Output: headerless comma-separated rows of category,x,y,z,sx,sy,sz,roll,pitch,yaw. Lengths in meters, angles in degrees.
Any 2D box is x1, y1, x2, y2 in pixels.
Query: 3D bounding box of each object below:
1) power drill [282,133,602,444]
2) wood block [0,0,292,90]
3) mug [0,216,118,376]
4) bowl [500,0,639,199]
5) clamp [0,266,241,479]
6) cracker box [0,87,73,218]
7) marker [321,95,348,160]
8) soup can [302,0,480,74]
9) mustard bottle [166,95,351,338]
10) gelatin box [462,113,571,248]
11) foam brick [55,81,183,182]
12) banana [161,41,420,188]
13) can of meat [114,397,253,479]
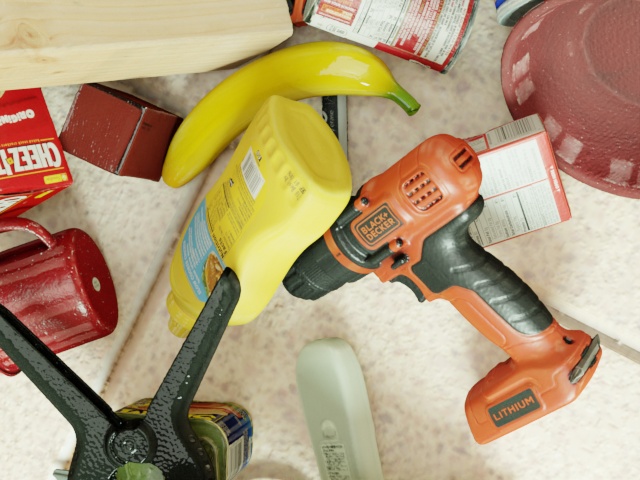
power drill,0.076,0.042,0.700,0.187,0.057,0.185,49,136,-3
wood block,-0.133,-0.155,0.684,0.205,0.090,0.091,-12,89,-34
mug,-0.200,0.031,0.753,0.081,0.093,0.117,-19,122,5
bowl,0.198,-0.103,0.671,0.162,0.162,0.055,32,57,9
clamp,-0.130,0.123,0.683,0.164,0.036,0.210,-1,93,3
cracker box,-0.275,-0.110,0.745,0.164,0.071,0.214,-22,86,42
marker,0.011,-0.074,0.752,0.020,0.020,0.121,-1,91,11
soup can,0.047,-0.159,0.705,0.102,0.068,0.068,18,94,-9
mustard bottle,-0.054,0.001,0.725,0.192,0.058,0.096,-52,45,32
gelatin box,0.114,-0.036,0.712,0.089,0.030,0.073,-18,122,11
foam brick,-0.139,-0.076,0.752,0.051,0.078,0.053,24,94,11
banana,-0.033,-0.094,0.738,0.198,0.037,0.069,-15,85,22
can of meat,-0.103,0.143,0.745,0.102,0.084,0.057,2,91,11
